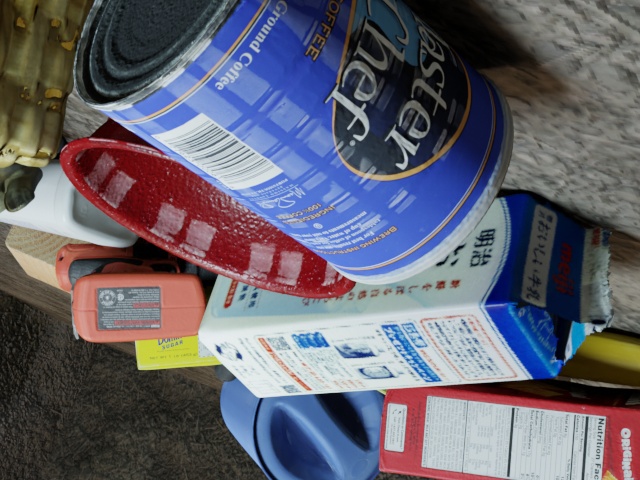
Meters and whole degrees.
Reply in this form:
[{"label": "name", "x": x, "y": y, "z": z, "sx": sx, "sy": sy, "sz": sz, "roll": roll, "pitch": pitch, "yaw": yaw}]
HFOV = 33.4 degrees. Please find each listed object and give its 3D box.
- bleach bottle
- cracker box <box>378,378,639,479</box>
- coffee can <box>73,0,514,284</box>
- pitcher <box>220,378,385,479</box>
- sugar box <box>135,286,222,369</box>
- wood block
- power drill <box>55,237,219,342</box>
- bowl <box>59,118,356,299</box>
[{"label": "bleach bottle", "x": -0.281, "y": -0.042, "z": 0.979, "sx": 0.251, "sy": 0.068, "sz": 0.102, "roll": 7, "pitch": 169, "yaw": 34}, {"label": "cracker box", "x": 0.167, "y": 0.135, "z": 0.766, "sx": 0.214, "sy": 0.072, "sz": 0.164, "roll": 3, "pitch": 178, "yaw": 20}, {"label": "coffee can", "x": -0.007, "y": -0.058, "z": 0.411, "sx": 0.140, "sy": 0.103, "sz": 0.103, "roll": 34, "pitch": 164, "yaw": -36}, {"label": "pitcher", "x": -0.024, "y": 0.179, "z": 1.051, "sx": 0.145, "sy": 0.149, "sz": 0.243, "roll": 32, "pitch": 170, "yaw": -12}, {"label": "sugar box", "x": -0.130, "y": 0.072, "z": 1.006, "sx": 0.093, "sy": 0.048, "sz": 0.176, "roll": -3, "pitch": -165, "yaw": -11}, {"label": "wood block", "x": -0.269, "y": 0.000, "z": 1.152, "sx": 0.091, "sy": 0.090, "sz": 0.206, "roll": 24, "pitch": 167, "yaw": -5}, {"label": "power drill", "x": -0.142, "y": 0.037, "z": 0.932, "sx": 0.184, "sy": 0.057, "sz": 0.188, "roll": -3, "pitch": -170, "yaw": -9}, {"label": "bowl", "x": -0.048, "y": -0.030, "z": 0.546, "sx": 0.162, "sy": 0.055, "sz": 0.162, "roll": 21, "pitch": 161, "yaw": 7}]
